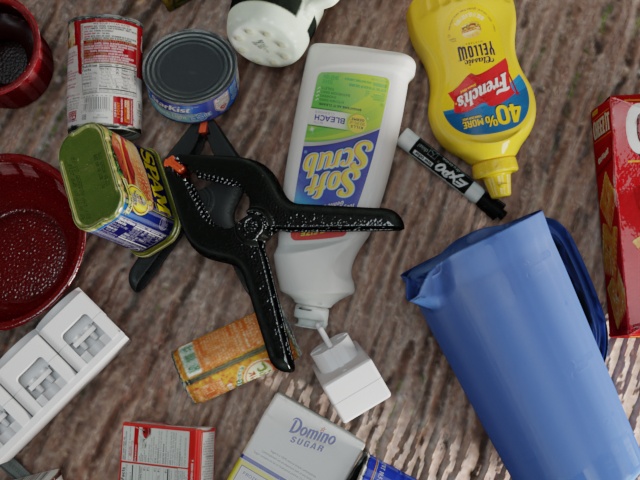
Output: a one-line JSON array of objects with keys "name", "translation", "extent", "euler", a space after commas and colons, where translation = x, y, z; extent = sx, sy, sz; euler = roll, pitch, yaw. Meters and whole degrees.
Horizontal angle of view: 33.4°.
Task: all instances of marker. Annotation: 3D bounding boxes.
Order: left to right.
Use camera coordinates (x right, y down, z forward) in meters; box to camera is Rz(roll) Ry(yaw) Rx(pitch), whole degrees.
[{"name": "marker", "translation": [0.121, -0.059, 0.980], "extent": [0.121, 0.020, 0.020], "euler": [39, 86, 3]}]

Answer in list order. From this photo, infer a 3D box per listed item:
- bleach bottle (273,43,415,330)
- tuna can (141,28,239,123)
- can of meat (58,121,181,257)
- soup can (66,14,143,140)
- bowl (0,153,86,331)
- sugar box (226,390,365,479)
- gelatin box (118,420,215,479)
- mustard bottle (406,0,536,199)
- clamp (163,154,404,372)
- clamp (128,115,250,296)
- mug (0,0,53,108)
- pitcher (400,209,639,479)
[{"name": "bleach bottle", "translation": [0.018, -0.045, 0.958], "extent": [0.102, 0.068, 0.251], "euler": [8, 87, 6]}, {"name": "tuna can", "translation": [-0.116, -0.148, 0.966], "extent": [0.086, 0.034, 0.086], "euler": [-1, 60, 2]}, {"name": "can of meat", "translation": [-0.176, -0.045, 0.928], "extent": [0.057, 0.083, 0.102], "euler": [-29, 64, 18]}, {"name": "soup can", "translation": [-0.194, -0.145, 0.964], "extent": [0.068, 0.068, 0.102], "euler": [-1, 85, 0]}, {"name": "bowl", "translation": [-0.276, 0.007, 0.946], "extent": [0.162, 0.055, 0.162], "euler": [-2, 74, 8]}, {"name": "sugar box", "translation": [-0.043, 0.231, 0.941], "extent": [0.093, 0.048, 0.176], "euler": [31, 83, 3]}, {"name": "gelatin box", "translation": [-0.135, 0.197, 0.933], "extent": [0.089, 0.030, 0.073], "euler": [-2, 83, 32]}, {"name": "mustard bottle", "translation": [0.143, -0.132, 0.968], "extent": [0.096, 0.058, 0.191], "euler": [-11, 85, -6]}, {"name": "clamp", "translation": [-0.056, 0.001, 0.916], "extent": [0.210, 0.036, 0.164], "euler": [30, 86, 13]}, {"name": "clamp", "translation": [-0.118, -0.027, 0.968], "extent": [0.120, 0.039, 0.171], "euler": [-5, 77, 0]}, {"name": "mug", "translation": [-0.299, -0.160, 0.958], "extent": [0.117, 0.081, 0.093], "euler": [-27, 85, -3]}, {"name": "pitcher", "translation": [0.186, 0.101, 0.920], "extent": [0.149, 0.145, 0.243], "euler": [-26, 89, 9]}]
